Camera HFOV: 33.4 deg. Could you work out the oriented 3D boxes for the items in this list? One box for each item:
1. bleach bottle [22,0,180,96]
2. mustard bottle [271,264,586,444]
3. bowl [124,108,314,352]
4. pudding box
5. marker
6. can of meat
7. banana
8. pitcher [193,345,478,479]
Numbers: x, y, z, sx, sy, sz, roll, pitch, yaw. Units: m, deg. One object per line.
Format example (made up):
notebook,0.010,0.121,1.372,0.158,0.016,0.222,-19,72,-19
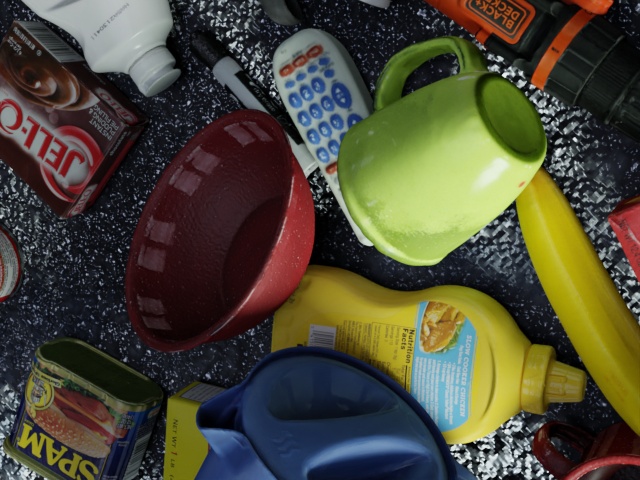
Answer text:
bleach bottle,-0.184,-0.199,0.715,0.103,0.068,0.251,-38,86,26
mustard bottle,0.066,0.074,0.657,0.192,0.058,0.096,8,97,23
bowl,-0.054,0.001,0.674,0.162,0.055,0.162,-27,50,37
pudding box,-0.188,-0.086,0.750,0.113,0.039,0.090,44,115,11
marker,-0.044,-0.092,0.696,0.020,0.020,0.121,-45,81,25
can of meat,-0.171,0.130,0.777,0.102,0.057,0.084,26,107,17
banana,0.162,0.045,0.599,0.037,0.070,0.198,-21,61,-13
pitcher,-0.023,0.193,0.641,0.149,0.144,0.243,43,124,19
